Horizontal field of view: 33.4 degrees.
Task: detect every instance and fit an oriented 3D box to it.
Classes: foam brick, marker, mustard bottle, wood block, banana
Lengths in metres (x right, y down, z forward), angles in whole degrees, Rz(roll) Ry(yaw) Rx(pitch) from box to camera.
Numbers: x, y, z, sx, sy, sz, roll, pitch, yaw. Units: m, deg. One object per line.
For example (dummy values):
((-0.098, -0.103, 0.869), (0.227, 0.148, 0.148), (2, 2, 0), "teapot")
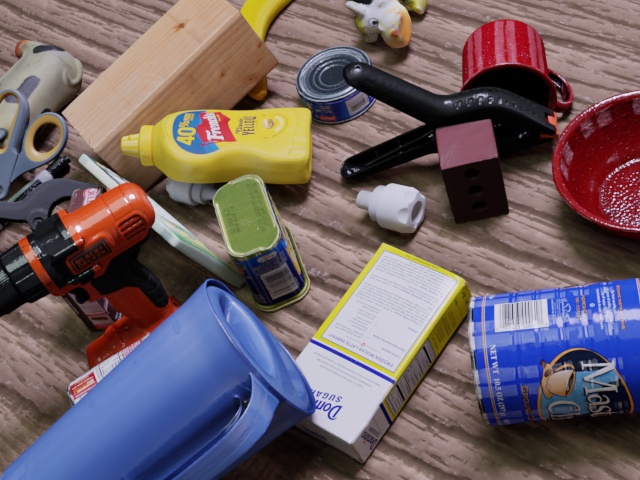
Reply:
((0.139, -0.063, 0.975), (0.053, 0.078, 0.051), (-11, 48, 12), "foam brick")
((-0.324, -0.052, 1.181), (0.020, 0.020, 0.121), (32, 69, 37), "marker")
((-0.105, -0.096, 1.076), (0.191, 0.058, 0.096), (0, 41, 2), "mustard bottle")
((-0.160, -0.163, 1.137), (0.206, 0.090, 0.091), (-44, 49, -1), "wood block")
((-0.068, -0.238, 1.222), (0.070, 0.037, 0.197), (3, 54, 23), "banana")

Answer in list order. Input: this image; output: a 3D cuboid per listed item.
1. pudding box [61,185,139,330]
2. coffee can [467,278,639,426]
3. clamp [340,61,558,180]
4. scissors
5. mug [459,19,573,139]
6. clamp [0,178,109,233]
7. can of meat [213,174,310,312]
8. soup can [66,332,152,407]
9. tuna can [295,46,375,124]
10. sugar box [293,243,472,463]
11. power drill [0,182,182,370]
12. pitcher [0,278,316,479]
((-0.217, 0.018, 1.038), (0.039, 0.090, 0.113), (-5, 52, 19), "pudding box")
((0.192, 0.085, 0.819), (0.140, 0.102, 0.103), (-8, 51, 15), "coffee can")
((0.115, -0.103, 1.004), (0.210, 0.165, 0.036), (4, 60, -5), "clamp")
((-0.319, -0.057, 1.127), (0.096, 0.016, 0.202), (7, 97, 5), "scissors")
((0.190, -0.156, 1.032), (0.117, 0.093, 0.081), (13, 47, -8), "mug")
((-0.292, -0.005, 1.105), (0.171, 0.039, 0.120), (-15, 93, -6), "clamp")
((-0.057, 0.001, 0.994), (0.057, 0.084, 0.102), (-23, 49, 2), "can of meat")
((-0.163, 0.130, 0.942), (0.102, 0.068, 0.069), (-32, 49, -5), "soup can")
((0.017, -0.166, 1.133), (0.086, 0.033, 0.086), (-11, 50, 13), "tuna can")
((0.045, 0.093, 0.908), (0.093, 0.048, 0.176), (24, 68, 34), "sugar box")
((-0.204, 0.055, 0.939), (0.184, 0.187, 0.057), (-31, 50, -7), "power drill")
((-0.131, 0.157, 0.835), (0.243, 0.149, 0.145), (-40, 68, 7), "pitcher")
